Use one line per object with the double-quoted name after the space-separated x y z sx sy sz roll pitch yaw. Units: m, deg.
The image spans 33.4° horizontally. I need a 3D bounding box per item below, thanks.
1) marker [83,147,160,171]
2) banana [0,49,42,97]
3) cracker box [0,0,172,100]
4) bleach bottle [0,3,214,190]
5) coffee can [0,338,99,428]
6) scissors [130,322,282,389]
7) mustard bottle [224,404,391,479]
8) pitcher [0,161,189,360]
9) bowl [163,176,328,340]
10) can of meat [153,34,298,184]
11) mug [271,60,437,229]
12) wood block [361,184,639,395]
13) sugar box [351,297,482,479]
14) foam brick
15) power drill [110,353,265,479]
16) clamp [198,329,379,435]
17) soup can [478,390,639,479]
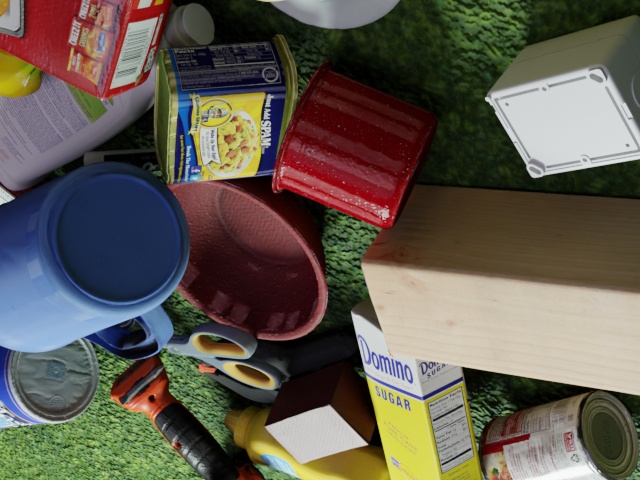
-0.116 -0.061 0.802 0.121 0.020 0.020 -4 132 3 "marker"
-0.253 -0.160 0.776 0.198 0.037 0.070 43 118 25 "banana"
-0.187 -0.210 0.668 0.214 0.072 0.164 27 117 11 "cracker box"
-0.169 -0.114 0.792 0.251 0.068 0.102 -14 116 40 "bleach bottle"
-0.313 0.143 1.112 0.141 0.102 0.102 -14 120 43 "coffee can"
-0.106 0.101 0.934 0.096 0.016 0.202 41 152 -23 "scissors"
-0.008 0.194 0.972 0.192 0.058 0.096 16 165 30 "mustard bottle"
-0.183 0.021 0.817 0.243 0.149 0.145 -15 78 61 "pitcher"
-0.055 0.001 0.829 0.162 0.055 0.162 20 138 19 "bowl"
-0.066 -0.085 0.719 0.083 0.057 0.102 -7 141 -16 "can of meat"
0.025 -0.056 0.702 0.081 0.093 0.117 23 170 7 "mug"
0.144 0.029 0.690 0.206 0.090 0.090 5 132 31 "wood block"
0.077 0.133 0.824 0.093 0.048 0.176 31 143 57 "sugar box"
0.003 0.143 0.885 0.078 0.051 0.053 -24 117 37 "foam brick"
-0.121 0.192 1.031 0.187 0.057 0.184 48 170 -5 "power drill"
-0.028 0.109 0.931 0.172 0.039 0.120 12 129 16 "clamp"
0.179 0.157 0.808 0.068 0.068 0.102 47 138 -14 "soup can"
